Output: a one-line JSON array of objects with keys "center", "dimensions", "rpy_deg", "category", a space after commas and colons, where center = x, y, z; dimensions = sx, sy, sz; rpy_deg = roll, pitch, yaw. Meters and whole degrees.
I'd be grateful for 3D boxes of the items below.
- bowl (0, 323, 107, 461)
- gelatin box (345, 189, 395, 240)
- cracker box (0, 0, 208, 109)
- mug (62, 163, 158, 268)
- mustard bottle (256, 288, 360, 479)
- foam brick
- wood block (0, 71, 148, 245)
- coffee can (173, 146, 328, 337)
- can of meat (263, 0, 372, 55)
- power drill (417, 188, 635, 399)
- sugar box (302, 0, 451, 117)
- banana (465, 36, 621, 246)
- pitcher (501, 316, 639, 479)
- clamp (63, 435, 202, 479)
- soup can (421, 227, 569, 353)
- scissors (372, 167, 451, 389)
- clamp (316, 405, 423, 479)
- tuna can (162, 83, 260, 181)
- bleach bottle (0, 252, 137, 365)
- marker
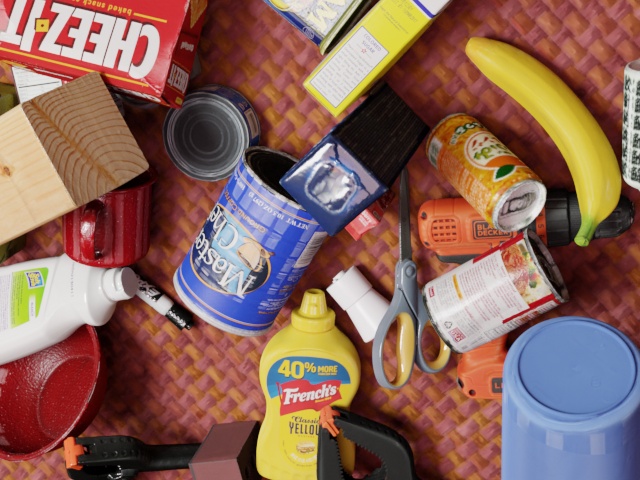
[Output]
[{"center": [-0.266, 0.147, 1.062], "dimensions": [0.162, 0.162, 0.055], "rpy_deg": [-24, 144, 20], "category": "bowl"}, {"center": [0.026, -0.047, 0.931], "dimensions": [0.030, 0.089, 0.073], "rpy_deg": [-39, 96, 22], "category": "gelatin box"}, {"center": [-0.173, -0.236, 0.893], "dimensions": [0.164, 0.072, 0.214], "rpy_deg": [15, 90, 8], "category": "cracker box"}, {"center": [-0.200, -0.022, 0.985], "dimensions": [0.093, 0.117, 0.081], "rpy_deg": [5, 115, -1], "category": "mug"}, {"center": [-0.010, 0.137, 1.019], "dimensions": [0.096, 0.058, 0.192], "rpy_deg": [4, 109, 3], "category": "mustard bottle"}, {"center": [-0.089, 0.221, 1.057], "dimensions": [0.051, 0.078, 0.053], "rpy_deg": [-10, 108, 16], "category": "foam brick"}, {"center": [-0.255, -0.053, 0.892], "dimensions": [0.207, 0.090, 0.091], "rpy_deg": [-19, 102, 40], "category": "wood block"}, {"center": [-0.056, 0.001, 0.961], "dimensions": [0.103, 0.102, 0.140], "rpy_deg": [32, 112, 2], "category": "coffee can"}, {"center": [0.004, -0.223, 0.897], "dimensions": [0.084, 0.057, 0.102], "rpy_deg": [40, 112, 1], "category": "can of meat"}, {"center": [0.184, 0.045, 0.943], "dimensions": [0.184, 0.057, 0.188], "rpy_deg": [-2, 106, 15], "category": "power drill"}, {"center": [0.067, -0.183, 0.874], "dimensions": [0.048, 0.093, 0.176], "rpy_deg": [46, 113, -5], "category": "sugar box"}, {"center": [0.195, -0.094, 0.883], "dimensions": [0.198, 0.069, 0.037], "rpy_deg": [61, 148, 12], "category": "banana"}, {"center": [0.219, 0.169, 0.888], "dimensions": [0.145, 0.149, 0.243], "rpy_deg": [1, 138, 14], "category": "pitcher"}, {"center": [-0.200, 0.224, 1.058], "dimensions": [0.120, 0.171, 0.039], "rpy_deg": [-34, 56, 24], "category": "clamp"}, {"center": [0.144, 0.043, 0.884], "dimensions": [0.102, 0.068, 0.068], "rpy_deg": [-30, 99, 21], "category": "soup can"}, {"center": [0.092, 0.038, 0.976], "dimensions": [0.016, 0.096, 0.202], "rpy_deg": [5, 83, 54], "category": "scissors"}, {"center": [0.052, 0.247, 1.017], "dimensions": [0.164, 0.036, 0.210], "rpy_deg": [-39, 110, 8], "category": "clamp"}, {"center": [-0.100, -0.098, 0.976], "dimensions": [0.086, 0.033, 0.086], "rpy_deg": [4, 109, 13], "category": "tuna can"}, {"center": [-0.290, 0.072, 1.040], "dimensions": [0.251, 0.068, 0.102], "rpy_deg": [-13, 72, 23], "category": "bleach bottle"}, {"center": [-0.174, 0.048, 1.051], "dimensions": [0.121, 0.020, 0.020], "rpy_deg": [39, 113, -1], "category": "marker"}]
